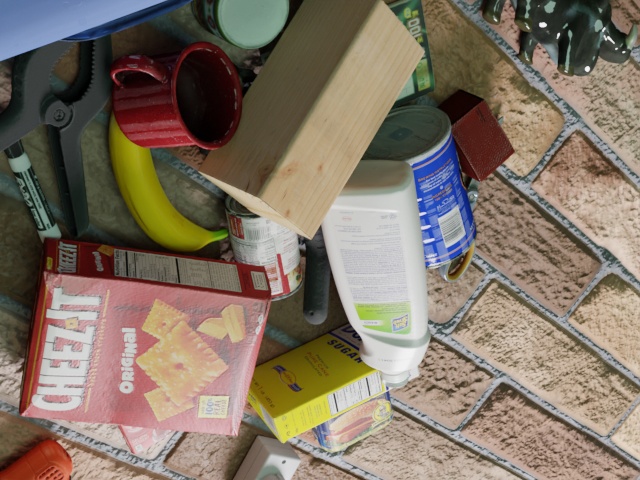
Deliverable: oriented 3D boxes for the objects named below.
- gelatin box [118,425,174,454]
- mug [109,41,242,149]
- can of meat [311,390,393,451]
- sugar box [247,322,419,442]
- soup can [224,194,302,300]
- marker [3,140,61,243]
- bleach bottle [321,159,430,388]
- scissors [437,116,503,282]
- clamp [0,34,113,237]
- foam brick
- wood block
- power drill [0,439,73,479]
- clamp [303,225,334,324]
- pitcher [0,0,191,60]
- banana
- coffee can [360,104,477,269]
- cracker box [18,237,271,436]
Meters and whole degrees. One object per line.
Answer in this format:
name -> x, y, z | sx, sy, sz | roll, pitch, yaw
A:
gelatin box -> -0.174, 0.174, 1.127 | 0.089, 0.030, 0.073 | -27, 126, -15
mug -> -0.135, -0.128, 0.931 | 0.117, 0.082, 0.093 | 29, 66, -51
can of meat -> 0.032, 0.185, 1.235 | 0.102, 0.057, 0.084 | -24, 128, -16
sugar box -> 0.011, 0.148, 1.179 | 0.176, 0.093, 0.048 | -26, 126, -16
soup can -> -0.057, 0.001, 1.076 | 0.068, 0.069, 0.102 | -20, 123, -20
marker -> -0.263, -0.050, 0.961 | 0.020, 0.020, 0.121 | -25, 125, -16
bleach bottle -> 0.056, 0.043, 1.074 | 0.103, 0.068, 0.251 | 0, 123, 14
scissors -> 0.150, -0.042, 1.204 | 0.096, 0.016, 0.202 | -7, 118, -27
clamp -> -0.242, -0.110, 0.913 | 0.164, 0.036, 0.210 | 10, 104, -47
foam brick -> 0.161, -0.113, 1.141 | 0.053, 0.051, 0.078 | -39, 118, -6
wood block -> -0.006, -0.119, 0.974 | 0.090, 0.091, 0.206 | 38, 81, -48
power drill -> -0.304, 0.317, 1.113 | 0.184, 0.057, 0.187 | -37, 128, -8
clamp -> 0.004, -0.010, 1.108 | 0.039, 0.120, 0.171 | 2, 105, 11
pitcher -> -0.193, -0.212, 0.810 | 0.242, 0.145, 0.149 | -26, 113, -9
banana -> -0.158, -0.051, 1.013 | 0.069, 0.037, 0.197 | -55, 136, -27
coffee can -> 0.100, -0.055, 1.113 | 0.102, 0.103, 0.140 | -30, 127, -13
cracker box -> -0.167, 0.096, 1.014 | 0.213, 0.072, 0.164 | 8, 116, -16
